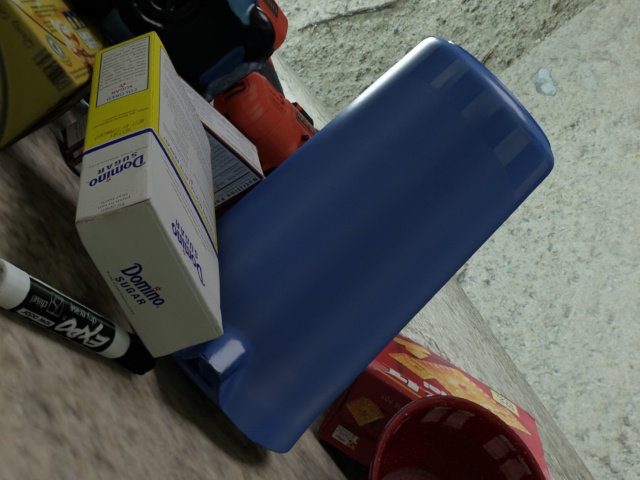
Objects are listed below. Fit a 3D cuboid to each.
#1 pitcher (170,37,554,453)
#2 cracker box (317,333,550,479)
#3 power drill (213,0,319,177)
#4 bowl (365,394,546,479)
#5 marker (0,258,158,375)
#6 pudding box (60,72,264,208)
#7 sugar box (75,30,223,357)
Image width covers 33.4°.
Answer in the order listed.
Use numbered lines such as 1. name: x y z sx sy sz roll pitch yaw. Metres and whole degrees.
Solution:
1. pitcher: 0.017 -0.002 0.644 0.144 0.243 0.149 43 5 -41
2. cracker box: 0.096 0.150 0.862 0.164 0.072 0.213 31 6 5
3. power drill: -0.038 -0.122 0.862 0.184 0.057 0.188 45 20 -54
4. bowl: 0.082 0.186 0.702 0.161 0.055 0.162 18 55 -29
5. marker: -0.116 0.040 0.509 0.121 0.020 0.020 41 13 -54
6. pudding box: -0.106 -0.058 0.733 0.113 0.090 0.039 41 23 -49
7. sugar box: -0.091 -0.030 0.576 0.176 0.048 0.093 -97 166 -53
